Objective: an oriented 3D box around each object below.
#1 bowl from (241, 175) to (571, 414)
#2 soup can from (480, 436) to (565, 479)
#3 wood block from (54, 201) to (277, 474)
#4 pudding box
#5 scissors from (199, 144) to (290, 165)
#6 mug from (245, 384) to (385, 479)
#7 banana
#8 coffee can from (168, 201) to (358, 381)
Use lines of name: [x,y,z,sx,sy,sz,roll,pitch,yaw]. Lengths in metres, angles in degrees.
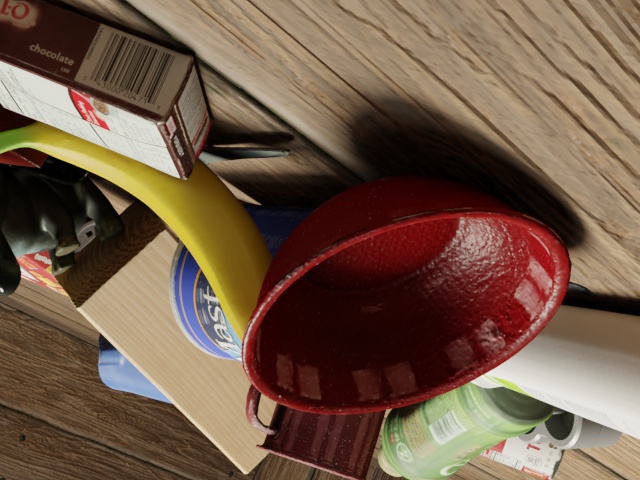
bowl: [0.035,0.019,0.516,0.162,0.055,0.162,-12,143,-9]
soup can: [0.171,0.168,0.964,0.102,0.068,0.068,20,167,12]
wood block: [-0.104,0.078,0.858,0.206,0.090,0.090,50,171,-28]
pudding box: [-0.114,-0.077,0.526,0.113,0.039,0.090,23,168,6]
scissors: [-0.068,-0.042,0.635,0.202,0.016,0.096,12,163,40]
mug: [-0.003,0.130,0.814,0.117,0.081,0.093,23,168,-24]
banana: [-0.083,-0.016,0.574,0.198,0.069,0.037,36,165,12]
coffee can: [-0.012,0.030,0.639,0.102,0.103,0.141,32,164,-35]
